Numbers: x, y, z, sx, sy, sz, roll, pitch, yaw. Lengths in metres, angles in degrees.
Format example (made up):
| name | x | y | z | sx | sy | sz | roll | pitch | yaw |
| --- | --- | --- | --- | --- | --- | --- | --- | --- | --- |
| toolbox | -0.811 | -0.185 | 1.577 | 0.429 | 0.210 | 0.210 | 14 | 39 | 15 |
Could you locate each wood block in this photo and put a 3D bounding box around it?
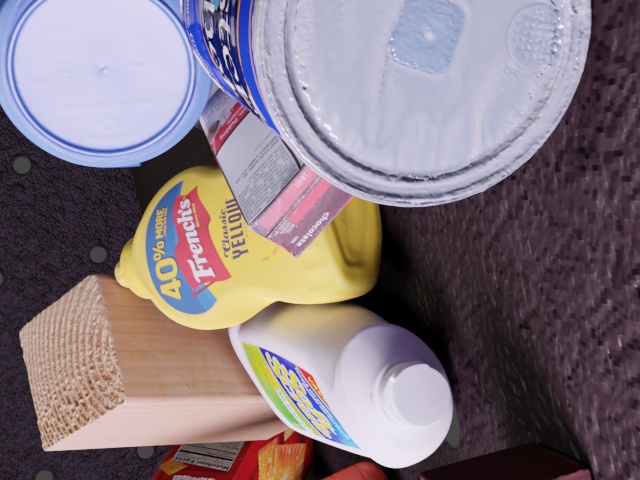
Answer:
| name | x | y | z | sx | sy | sz | roll | pitch | yaw |
| --- | --- | --- | --- | --- | --- | --- | --- | --- | --- |
| wood block | -0.093 | 0.088 | 0.753 | 0.091 | 0.205 | 0.090 | -34 | 63 | 33 |

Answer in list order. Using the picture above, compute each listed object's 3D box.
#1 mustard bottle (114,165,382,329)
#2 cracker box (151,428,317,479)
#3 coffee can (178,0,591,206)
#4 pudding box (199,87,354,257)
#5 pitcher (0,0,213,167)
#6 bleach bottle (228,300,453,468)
| name | x | y | z | sx | sy | sz | roll | pitch | yaw |
| --- | --- | --- | --- | --- | --- | --- | --- | --- | --- |
| mustard bottle | -0.054 | 0.001 | 0.618 | 0.192 | 0.058 | 0.096 | -16 | 79 | 41 |
| cracker box | -0.070 | 0.218 | 0.887 | 0.213 | 0.072 | 0.164 | -59 | -31 | -53 |
| coffee can | 0.012 | -0.079 | 0.366 | 0.140 | 0.102 | 0.103 | -133 | 32 | -66 |
| pudding box | -0.010 | -0.060 | 0.523 | 0.039 | 0.090 | 0.113 | 31 | -161 | -38 |
| pitcher | -0.119 | -0.125 | 0.616 | 0.149 | 0.145 | 0.243 | 41 | -165 | -24 |
| bleach bottle | 0.012 | 0.071 | 0.602 | 0.102 | 0.068 | 0.251 | 59 | 166 | -4 |
